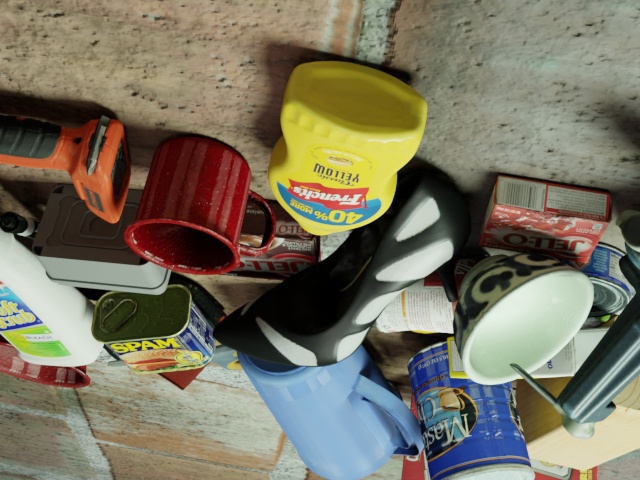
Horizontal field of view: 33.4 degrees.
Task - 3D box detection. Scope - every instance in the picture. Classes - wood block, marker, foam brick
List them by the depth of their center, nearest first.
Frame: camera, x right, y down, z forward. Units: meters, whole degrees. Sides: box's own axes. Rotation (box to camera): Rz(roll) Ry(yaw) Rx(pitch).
[{"bbox_3d":[-0.260,-0.011,0.967,0.020,0.020,0.121,7,176,7],"label":"marker"},{"bbox_3d":[0.279,0.159,1.072,0.090,0.090,0.206,16,153,-10],"label":"wood block"},{"bbox_3d":[-0.168,0.120,1.184,0.053,0.051,0.078,43,178,40],"label":"foam brick"}]

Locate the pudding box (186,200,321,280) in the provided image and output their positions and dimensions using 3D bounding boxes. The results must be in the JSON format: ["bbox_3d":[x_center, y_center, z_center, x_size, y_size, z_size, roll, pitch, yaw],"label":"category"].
[{"bbox_3d":[-0.056,0.001,0.940,0.113,0.039,0.090,7,153,6],"label":"pudding box"}]

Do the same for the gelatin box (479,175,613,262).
[{"bbox_3d":[0.174,-0.015,0.831,0.089,0.030,0.073,10,155,3],"label":"gelatin box"}]

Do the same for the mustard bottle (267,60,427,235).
[{"bbox_3d":[0.011,-0.054,0.785,0.096,0.058,0.192,13,154,-3],"label":"mustard bottle"}]

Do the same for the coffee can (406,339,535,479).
[{"bbox_3d":[0.150,0.182,1.081,0.102,0.140,0.103,-7,152,-4],"label":"coffee can"}]

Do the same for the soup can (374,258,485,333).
[{"bbox_3d":[0.101,0.050,0.945,0.102,0.068,0.068,-1,152,23],"label":"soup can"}]

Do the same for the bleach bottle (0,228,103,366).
[{"bbox_3d":[-0.298,0.039,1.004,0.103,0.068,0.250,2,151,21],"label":"bleach bottle"}]

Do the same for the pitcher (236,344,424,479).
[{"bbox_3d":[0.009,0.154,1.122,0.149,0.145,0.242,-23,144,4],"label":"pitcher"}]

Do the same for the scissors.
[{"bbox_3d":[-0.130,0.131,1.164,0.201,0.016,0.096,-10,156,-13],"label":"scissors"}]

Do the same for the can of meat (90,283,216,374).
[{"bbox_3d":[-0.163,0.090,1.060,0.102,0.057,0.084,-7,148,14],"label":"can of meat"}]

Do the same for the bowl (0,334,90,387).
[{"bbox_3d":[-0.344,0.124,1.267,0.162,0.055,0.162,11,157,5],"label":"bowl"}]

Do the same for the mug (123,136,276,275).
[{"bbox_3d":[-0.090,-0.025,0.852,0.117,0.081,0.093,17,153,-13],"label":"mug"}]

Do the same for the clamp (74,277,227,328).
[{"bbox_3d":[-0.182,0.048,1.084,0.209,0.036,0.165,22,152,-21],"label":"clamp"}]

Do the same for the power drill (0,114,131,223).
[{"bbox_3d":[-0.251,-0.065,0.862,0.187,0.057,0.184,10,160,-2],"label":"power drill"}]

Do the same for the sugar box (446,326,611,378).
[{"bbox_3d":[0.205,0.104,0.977,0.093,0.048,0.177,-1,176,-29],"label":"sugar box"}]
